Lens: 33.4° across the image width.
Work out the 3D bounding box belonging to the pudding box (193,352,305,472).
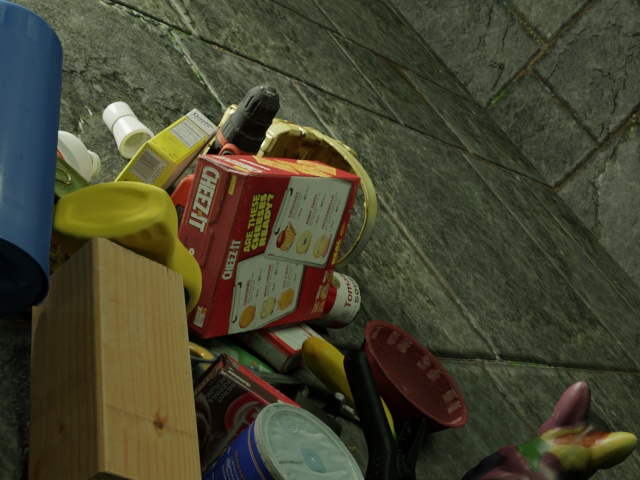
[{"bbox_3d":[-0.079,0.158,0.863,0.090,0.114,0.039,38,18,-16],"label":"pudding box"}]

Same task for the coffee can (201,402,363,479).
[{"bbox_3d":[-0.049,0.204,0.791,0.102,0.140,0.103,37,22,-17],"label":"coffee can"}]

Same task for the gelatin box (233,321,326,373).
[{"bbox_3d":[-0.043,0.104,1.140,0.073,0.030,0.089,37,17,18],"label":"gelatin box"}]

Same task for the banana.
[{"bbox_3d":[0.029,0.152,1.134,0.197,0.037,0.070,49,-12,-34],"label":"banana"}]

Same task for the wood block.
[{"bbox_3d":[-0.155,0.112,0.796,0.090,0.090,0.206,29,35,-37],"label":"wood block"}]

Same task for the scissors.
[{"bbox_3d":[-0.086,0.118,1.014,0.096,0.016,0.201,29,4,15],"label":"scissors"}]

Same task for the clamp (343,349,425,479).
[{"bbox_3d":[0.076,0.230,1.065,0.164,0.036,0.210,44,32,-48],"label":"clamp"}]

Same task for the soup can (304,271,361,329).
[{"bbox_3d":[-0.008,0.063,1.248,0.102,0.069,0.068,20,31,-48],"label":"soup can"}]

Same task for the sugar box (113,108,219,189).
[{"bbox_3d":[-0.176,-0.085,1.186,0.048,0.093,0.176,40,20,-7],"label":"sugar box"}]

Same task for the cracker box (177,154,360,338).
[{"bbox_3d":[-0.057,0.001,1.074,0.072,0.164,0.213,22,13,29],"label":"cracker box"}]

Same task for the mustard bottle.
[{"bbox_3d":[-0.154,0.028,0.918,0.191,0.096,0.058,76,10,-55],"label":"mustard bottle"}]

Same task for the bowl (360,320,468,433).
[{"bbox_3d":[0.096,0.170,1.244,0.162,0.055,0.162,38,19,-16],"label":"bowl"}]

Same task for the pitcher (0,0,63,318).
[{"bbox_3d":[-0.270,-0.073,0.817,0.145,0.149,0.243,7,55,-13],"label":"pitcher"}]

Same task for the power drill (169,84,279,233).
[{"bbox_3d":[-0.113,-0.072,1.174,0.057,0.185,0.187,31,31,-4],"label":"power drill"}]
